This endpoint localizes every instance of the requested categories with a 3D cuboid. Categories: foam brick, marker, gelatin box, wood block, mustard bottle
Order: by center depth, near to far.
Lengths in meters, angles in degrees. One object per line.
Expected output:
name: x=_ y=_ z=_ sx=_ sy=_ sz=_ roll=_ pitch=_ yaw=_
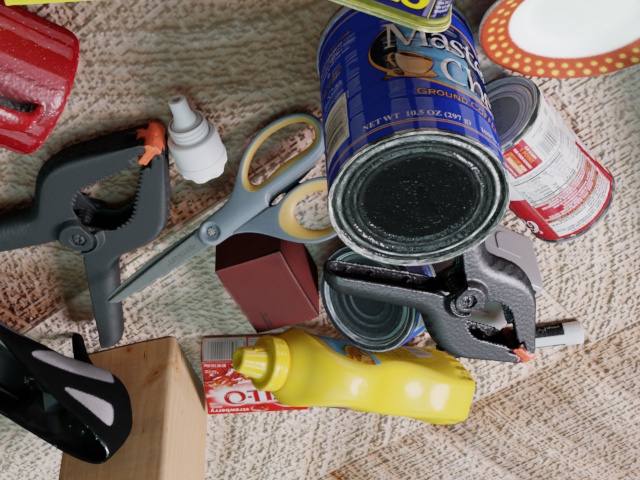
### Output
foam brick: x=-0.039 y=0.022 z=0.789 sx=0.053 sy=0.051 sz=0.078 roll=-16 pitch=134 yaw=14
mustard bottle: x=0.019 y=0.103 z=0.823 sx=0.191 sy=0.096 sz=0.058 roll=12 pitch=95 yaw=-32
wood block: x=-0.147 y=0.190 z=0.843 sx=0.090 sy=0.206 sz=0.091 roll=-13 pitch=135 yaw=9
marker: x=0.156 y=0.084 z=0.885 sx=0.121 sy=0.020 sz=0.020 roll=-8 pitch=135 yaw=5
gelatin box: x=-0.053 y=0.113 z=0.896 sx=0.089 sy=0.030 sz=0.073 roll=-2 pitch=136 yaw=-1

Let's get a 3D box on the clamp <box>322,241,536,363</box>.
clamp: x=0.084 y=0.035 z=0.730 sx=0.120 sy=0.039 sz=0.171 roll=-29 pitch=121 yaw=14

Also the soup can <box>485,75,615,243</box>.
soup can: x=0.142 y=-0.053 z=0.712 sx=0.069 sy=0.068 sz=0.102 roll=-31 pitch=129 yaw=25

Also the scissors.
scissors: x=-0.055 y=0.001 z=0.737 sx=0.096 sy=0.016 sz=0.202 roll=42 pitch=106 yaw=3

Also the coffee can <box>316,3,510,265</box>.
coffee can: x=0.051 y=-0.070 z=0.638 sx=0.103 sy=0.140 sz=0.103 roll=-2 pitch=135 yaw=-2

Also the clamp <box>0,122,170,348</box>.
clamp: x=-0.180 y=-0.013 z=0.757 sx=0.164 sy=0.036 sz=0.210 roll=24 pitch=129 yaw=-20

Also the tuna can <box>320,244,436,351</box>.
tuna can: x=0.042 y=0.038 z=0.788 sx=0.086 sy=0.033 sz=0.086 roll=14 pitch=115 yaw=33

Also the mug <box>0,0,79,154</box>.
mug: x=-0.192 y=-0.096 z=0.621 sx=0.081 sy=0.117 sz=0.093 roll=22 pitch=108 yaw=-30
